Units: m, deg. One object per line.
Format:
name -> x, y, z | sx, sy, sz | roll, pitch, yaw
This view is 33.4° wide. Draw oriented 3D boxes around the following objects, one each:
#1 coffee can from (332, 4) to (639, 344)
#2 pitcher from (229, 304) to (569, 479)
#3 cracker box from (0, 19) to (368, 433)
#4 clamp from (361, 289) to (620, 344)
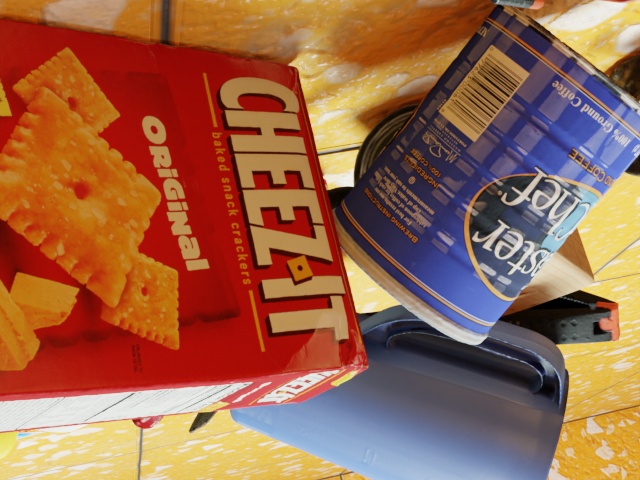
coffee can -> 0.085, -0.033, 0.537 | 0.140, 0.103, 0.102 | -52, 151, 13
pitcher -> 0.061, 0.117, 0.811 | 0.243, 0.149, 0.145 | 18, 176, 6
cracker box -> -0.091, -0.006, 0.472 | 0.213, 0.164, 0.072 | 1, 159, -39
clamp -> 0.139, 0.061, 0.877 | 0.210, 0.036, 0.164 | 6, -160, 44
